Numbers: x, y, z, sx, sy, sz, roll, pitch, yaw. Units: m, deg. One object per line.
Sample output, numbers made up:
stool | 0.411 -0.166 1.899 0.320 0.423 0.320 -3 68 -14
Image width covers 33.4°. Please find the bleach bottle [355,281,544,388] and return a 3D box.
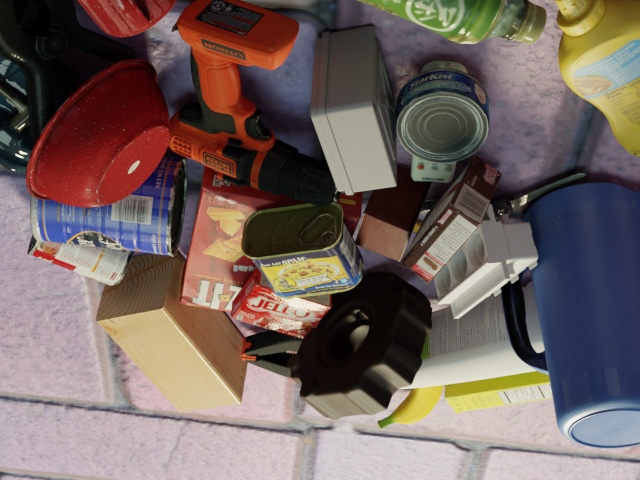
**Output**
bleach bottle | 0.140 0.118 1.229 0.251 0.102 0.068 -12 132 20

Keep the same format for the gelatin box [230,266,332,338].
gelatin box | -0.042 0.067 1.144 0.089 0.030 0.073 18 141 -18

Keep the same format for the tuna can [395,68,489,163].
tuna can | 0.110 -0.111 0.966 0.086 0.033 0.086 4 135 4

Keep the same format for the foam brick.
foam brick | 0.073 -0.029 1.076 0.051 0.078 0.053 21 141 5

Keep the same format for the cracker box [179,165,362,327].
cracker box | -0.058 0.001 1.145 0.164 0.072 0.214 11 141 -7

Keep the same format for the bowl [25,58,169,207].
bowl | -0.188 -0.084 0.966 0.055 0.161 0.162 41 141 11

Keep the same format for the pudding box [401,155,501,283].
pudding box | 0.129 -0.022 1.045 0.039 0.113 0.090 36 125 0

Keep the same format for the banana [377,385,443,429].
banana | 0.126 0.184 1.357 0.069 0.037 0.198 -15 142 -24

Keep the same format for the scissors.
scissors | 0.169 -0.038 1.107 0.096 0.016 0.202 27 137 -23

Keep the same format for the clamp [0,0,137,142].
clamp | -0.237 -0.160 0.903 0.039 0.120 0.171 23 163 39

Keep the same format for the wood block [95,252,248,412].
wood block | -0.172 0.113 1.286 0.091 0.090 0.206 -11 137 20

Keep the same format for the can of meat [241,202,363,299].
can of meat | -0.015 0.012 1.048 0.102 0.057 0.084 -8 143 17

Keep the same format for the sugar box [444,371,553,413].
sugar box | 0.236 0.144 1.260 0.176 0.093 0.048 -15 136 24

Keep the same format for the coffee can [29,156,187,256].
coffee can | -0.214 -0.042 1.091 0.140 0.102 0.103 7 141 0

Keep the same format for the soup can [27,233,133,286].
soup can | -0.263 0.003 1.181 0.102 0.068 0.069 23 138 -20

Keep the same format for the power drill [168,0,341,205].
power drill | -0.061 -0.122 0.973 0.184 0.057 0.188 21 140 14

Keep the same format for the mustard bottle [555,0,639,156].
mustard bottle | 0.261 -0.153 0.919 0.096 0.058 0.191 -26 131 36

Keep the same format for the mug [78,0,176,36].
mug | -0.163 -0.215 0.867 0.093 0.117 0.081 -32 138 3

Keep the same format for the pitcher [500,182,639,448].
pitcher | 0.267 0.078 1.055 0.145 0.243 0.149 3 146 -3

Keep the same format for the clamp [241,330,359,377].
clamp | 0.009 0.136 1.328 0.210 0.036 0.165 9 140 -9
